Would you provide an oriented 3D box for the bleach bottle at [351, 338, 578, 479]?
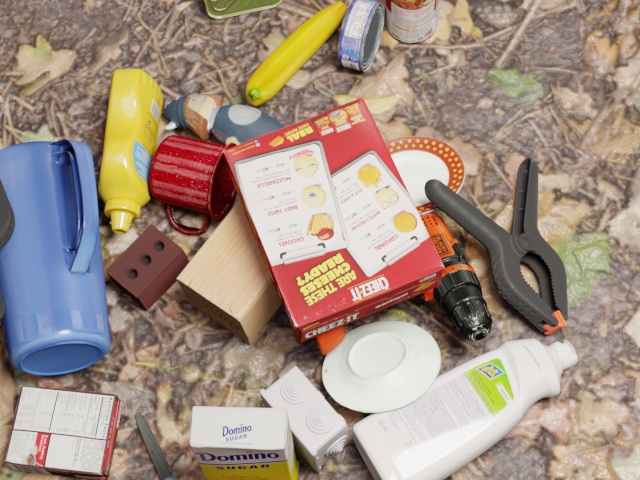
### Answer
[{"bbox_3d":[0.163,0.181,1.127,0.250,0.068,0.103,-27,66,-9],"label":"bleach bottle"}]

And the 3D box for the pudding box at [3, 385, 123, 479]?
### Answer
[{"bbox_3d":[-0.279,0.209,1.163,0.113,0.039,0.090,6,67,5],"label":"pudding box"}]

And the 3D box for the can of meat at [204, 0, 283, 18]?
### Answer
[{"bbox_3d":[-0.105,-0.341,1.369,0.102,0.057,0.084,-13,65,-2],"label":"can of meat"}]

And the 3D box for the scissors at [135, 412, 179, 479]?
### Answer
[{"bbox_3d":[-0.140,0.259,1.122,0.096,0.016,0.202,-31,64,28],"label":"scissors"}]

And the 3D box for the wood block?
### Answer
[{"bbox_3d":[-0.058,0.001,1.204,0.091,0.090,0.206,33,74,17],"label":"wood block"}]

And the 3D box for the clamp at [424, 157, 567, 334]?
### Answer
[{"bbox_3d":[0.225,0.002,1.196,0.164,0.036,0.210,-22,77,-34],"label":"clamp"}]

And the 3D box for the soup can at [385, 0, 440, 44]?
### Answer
[{"bbox_3d":[0.113,-0.296,1.308,0.068,0.102,0.068,-2,67,4],"label":"soup can"}]

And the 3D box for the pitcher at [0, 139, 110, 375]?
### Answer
[{"bbox_3d":[-0.297,0.015,1.181,0.145,0.149,0.243,-14,65,-2],"label":"pitcher"}]

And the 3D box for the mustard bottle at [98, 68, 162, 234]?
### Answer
[{"bbox_3d":[-0.225,-0.098,1.255,0.058,0.096,0.191,0,68,6],"label":"mustard bottle"}]

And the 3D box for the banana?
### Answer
[{"bbox_3d":[-0.036,-0.222,1.310,0.037,0.070,0.197,51,59,-22],"label":"banana"}]

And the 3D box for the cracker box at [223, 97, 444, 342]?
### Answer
[{"bbox_3d":[0.011,-0.023,1.122,0.164,0.072,0.214,-22,70,-5],"label":"cracker box"}]

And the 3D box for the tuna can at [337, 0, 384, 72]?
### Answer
[{"bbox_3d":[0.049,-0.251,1.304,0.034,0.086,0.086,16,70,12],"label":"tuna can"}]

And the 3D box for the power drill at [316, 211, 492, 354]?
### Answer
[{"bbox_3d":[0.078,0.060,1.163,0.187,0.057,0.184,-17,43,-4],"label":"power drill"}]

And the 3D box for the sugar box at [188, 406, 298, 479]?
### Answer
[{"bbox_3d":[-0.073,0.214,1.069,0.093,0.176,0.048,1,65,4],"label":"sugar box"}]

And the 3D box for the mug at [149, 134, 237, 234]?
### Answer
[{"bbox_3d":[-0.148,-0.065,1.248,0.081,0.093,0.117,14,105,15],"label":"mug"}]

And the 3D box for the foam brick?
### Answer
[{"bbox_3d":[-0.196,0.031,1.223,0.053,0.051,0.078,37,74,17],"label":"foam brick"}]
